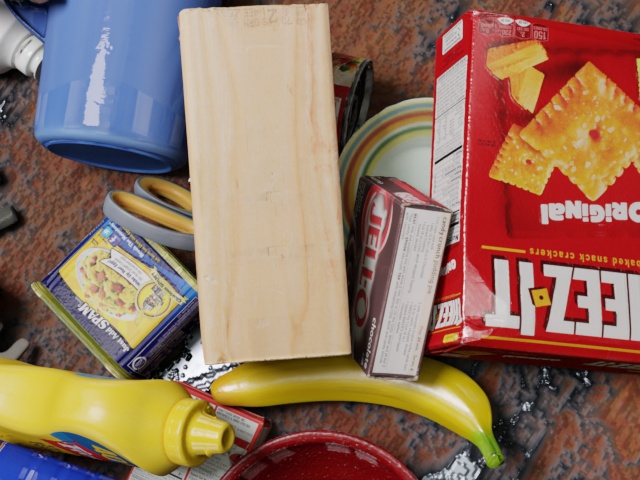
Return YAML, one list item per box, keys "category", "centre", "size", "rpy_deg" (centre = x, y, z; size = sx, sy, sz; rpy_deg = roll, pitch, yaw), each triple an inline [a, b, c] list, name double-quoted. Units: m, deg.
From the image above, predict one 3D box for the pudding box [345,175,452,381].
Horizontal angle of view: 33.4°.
- category: "pudding box"
  centre: [0.043, 0.022, 0.681]
  size: [0.039, 0.090, 0.113]
  rpy_deg: [5, 103, -15]

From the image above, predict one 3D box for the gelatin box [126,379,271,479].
- category: "gelatin box"
  centre: [-0.084, 0.149, 0.726]
  size: [0.073, 0.030, 0.089]
  rpy_deg: [21, 82, 13]

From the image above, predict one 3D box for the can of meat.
- category: "can of meat"
  centre: [-0.134, 0.038, 0.742]
  size: [0.102, 0.057, 0.084]
  rpy_deg: [43, 86, 14]

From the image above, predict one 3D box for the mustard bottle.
- category: "mustard bottle"
  centre: [-0.138, 0.113, 0.679]
  size: [0.192, 0.096, 0.058]
  rpy_deg: [2, 67, 29]

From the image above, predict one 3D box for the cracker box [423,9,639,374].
- category: "cracker box"
  centre: [0.156, -0.029, 0.679]
  size: [0.164, 0.072, 0.213]
  rpy_deg: [6, 78, -13]

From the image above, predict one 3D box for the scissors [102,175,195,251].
- category: "scissors"
  centre: [-0.055, 0.001, 0.751]
  size: [0.201, 0.096, 0.016]
  rpy_deg: [20, 112, -17]

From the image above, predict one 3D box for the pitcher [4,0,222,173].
- category: "pitcher"
  centre: [-0.140, -0.177, 0.752]
  size: [0.149, 0.144, 0.243]
  rpy_deg: [1, 80, 43]

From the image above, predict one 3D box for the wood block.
- category: "wood block"
  centre: [-0.036, -0.034, 0.662]
  size: [0.090, 0.091, 0.206]
  rpy_deg: [-4, 92, -7]

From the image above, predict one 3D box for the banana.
- category: "banana"
  centre: [0.029, 0.098, 0.705]
  size: [0.198, 0.069, 0.037]
  rpy_deg: [9, 119, 16]

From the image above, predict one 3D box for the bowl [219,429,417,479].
- category: "bowl"
  centre: [0.002, 0.205, 0.689]
  size: [0.162, 0.055, 0.162]
  rpy_deg: [-2, 78, 8]
